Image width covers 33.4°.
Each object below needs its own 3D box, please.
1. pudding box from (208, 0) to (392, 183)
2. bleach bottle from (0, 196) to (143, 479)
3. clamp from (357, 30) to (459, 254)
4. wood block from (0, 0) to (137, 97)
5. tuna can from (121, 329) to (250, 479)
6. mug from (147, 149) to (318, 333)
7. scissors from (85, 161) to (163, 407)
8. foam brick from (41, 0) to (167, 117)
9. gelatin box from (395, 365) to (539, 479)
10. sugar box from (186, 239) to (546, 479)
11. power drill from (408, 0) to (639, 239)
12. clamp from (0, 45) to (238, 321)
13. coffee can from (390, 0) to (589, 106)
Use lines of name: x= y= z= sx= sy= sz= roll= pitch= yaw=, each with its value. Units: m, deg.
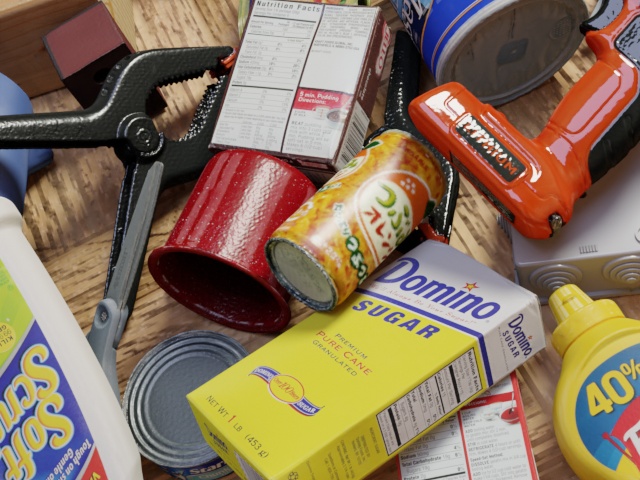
pudding box: x=-0.012 y=-0.096 z=0.679 sx=0.090 sy=0.039 sz=0.113 roll=9 pitch=72 yaw=22
bleach bottle: x=-0.146 y=0.106 z=0.583 sx=0.102 sy=0.068 sz=0.251 roll=-34 pitch=88 yaw=-9
clamp: x=0.029 y=-0.054 z=0.692 sx=0.120 sy=0.039 sz=0.171 roll=-22 pitch=57 yaw=8
wood block: x=-0.255 y=-0.164 z=0.814 sx=0.206 sy=0.090 sz=0.091 roll=-16 pitch=56 yaw=8
tuna can: x=-0.072 y=0.099 z=0.636 sx=0.086 sy=0.033 sz=0.086 roll=-8 pitch=59 yaw=13
mug: x=-0.054 y=0.001 z=0.665 sx=0.117 sy=0.093 sz=0.081 roll=-18 pitch=42 yaw=51
scissors: x=-0.140 y=0.051 z=0.646 sx=0.096 sy=0.016 sz=0.202 roll=4 pitch=86 yaw=42
foam brick: x=-0.154 y=-0.120 z=0.764 sx=0.053 sy=0.078 sz=0.051 roll=-32 pitch=57 yaw=0
gelatin box: x=0.079 y=0.118 z=0.580 sx=0.073 sy=0.030 sz=0.089 roll=-13 pitch=55 yaw=10
sugar box: x=0.026 y=0.070 z=0.578 sx=0.176 sy=0.048 sz=0.093 roll=-34 pitch=37 yaw=-19
power drill: x=0.140 y=-0.107 z=0.580 sx=0.187 sy=0.057 sz=0.184 roll=-43 pitch=76 yaw=3
clamp: x=-0.121 y=-0.054 z=0.712 sx=0.209 sy=0.164 sz=0.036 roll=-39 pitch=13 yaw=-29
coffee can: x=0.095 y=-0.171 z=0.694 sx=0.103 sy=0.102 sz=0.140 roll=-25 pitch=62 yaw=1
